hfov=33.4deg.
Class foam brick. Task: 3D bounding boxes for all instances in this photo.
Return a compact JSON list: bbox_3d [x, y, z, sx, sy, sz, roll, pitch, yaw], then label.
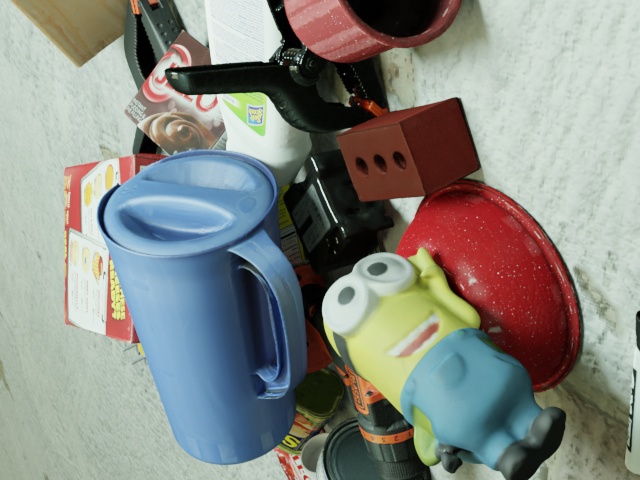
[{"bbox_3d":[0.059,-0.060,0.720,0.078,0.051,0.053,-4,109,59],"label":"foam brick"}]

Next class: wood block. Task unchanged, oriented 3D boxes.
[{"bbox_3d":[-0.241,-0.249,0.924,0.091,0.090,0.206,53,180,21],"label":"wood block"}]

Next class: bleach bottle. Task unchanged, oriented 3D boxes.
[{"bbox_3d":[-0.046,-0.139,0.800,0.103,0.068,0.251,36,137,36],"label":"bleach bottle"}]

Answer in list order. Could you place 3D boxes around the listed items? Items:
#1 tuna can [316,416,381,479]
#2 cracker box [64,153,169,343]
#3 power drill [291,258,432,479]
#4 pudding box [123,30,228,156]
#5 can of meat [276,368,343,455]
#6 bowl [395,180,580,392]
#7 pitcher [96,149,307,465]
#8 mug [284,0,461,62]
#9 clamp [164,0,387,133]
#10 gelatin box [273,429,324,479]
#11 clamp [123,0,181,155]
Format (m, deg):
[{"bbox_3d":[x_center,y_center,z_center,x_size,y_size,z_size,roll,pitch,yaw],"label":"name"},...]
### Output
[{"bbox_3d":[0.040,0.196,0.912,0.086,0.086,0.034,52,150,22],"label":"tuna can"},{"bbox_3d":[-0.182,0.007,1.011,0.214,0.072,0.164,1,91,61],"label":"cracker box"},{"bbox_3d":[0.024,0.105,0.870,0.188,0.057,0.184,31,138,57],"label":"power drill"},{"bbox_3d":[-0.104,-0.113,0.906,0.114,0.090,0.039,41,-172,32],"label":"pudding box"},{"bbox_3d":[-0.037,0.146,0.997,0.102,0.057,0.084,27,142,-2],"label":"can of meat"},{"bbox_3d":[0.098,0.042,0.732,0.162,0.055,0.162,37,141,38],"label":"bowl"},{"bbox_3d":[-0.078,0.064,0.833,0.149,0.145,0.243,-91,-6,-53],"label":"pitcher"},{"bbox_3d":[0.021,-0.165,0.656,0.117,0.093,0.082,47,160,-16],"label":"mug"},{"bbox_3d":[-0.015,-0.133,0.718,0.039,0.171,0.120,34,102,47],"label":"clamp"},{"bbox_3d":[-0.014,0.221,1.073,0.089,0.030,0.073,64,151,1],"label":"gelatin box"},{"bbox_3d":[-0.152,-0.137,1.014,0.165,0.036,0.210,23,133,48],"label":"clamp"}]
